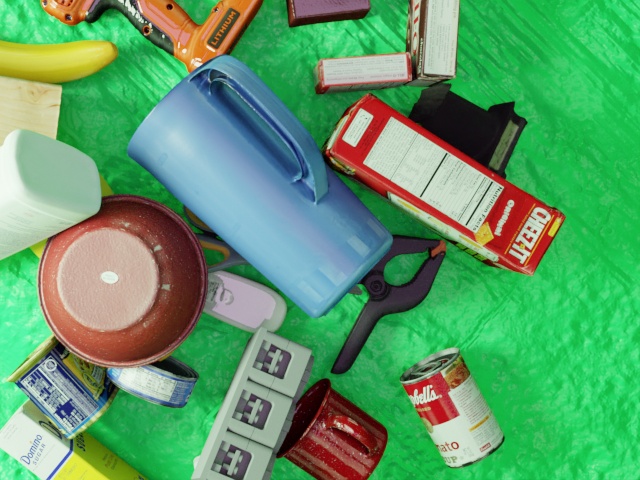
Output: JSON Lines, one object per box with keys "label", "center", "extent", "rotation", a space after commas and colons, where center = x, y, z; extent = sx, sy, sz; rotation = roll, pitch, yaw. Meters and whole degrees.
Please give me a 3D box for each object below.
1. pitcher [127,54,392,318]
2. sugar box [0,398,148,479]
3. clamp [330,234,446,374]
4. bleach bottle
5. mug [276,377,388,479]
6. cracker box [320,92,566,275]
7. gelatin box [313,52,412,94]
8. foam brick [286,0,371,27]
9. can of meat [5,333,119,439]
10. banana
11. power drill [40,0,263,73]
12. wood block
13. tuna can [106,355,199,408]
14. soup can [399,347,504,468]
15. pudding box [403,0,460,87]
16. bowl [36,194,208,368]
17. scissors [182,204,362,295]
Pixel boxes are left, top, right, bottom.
{"label": "pitcher", "center": [-0.048, -0.050, 0.982], "extent": [0.243, 0.149, 0.145], "rotation": [44, 100, 3]}
{"label": "sugar box", "center": [-0.225, 0.222, 1.028], "extent": [0.176, 0.093, 0.048], "rotation": [41, 88, -6]}
{"label": "clamp", "center": [0.054, 0.056, 1.073], "extent": [0.171, 0.039, 0.120], "rotation": [-22, 99, 3]}
{"label": "bleach bottle", "center": [-0.318, -0.014, 0.969], "extent": [0.251, 0.102, 0.068], "rotation": [-24, 63, 30]}
{"label": "mug", "center": [0.017, 0.193, 1.040], "extent": [0.081, 0.117, 0.093], "rotation": [37, 62, -10]}
{"label": "cracker box", "center": [0.107, -0.053, 1.009], "extent": [0.213, 0.164, 0.072], "rotation": [31, 90, -5]}
{"label": "gelatin box", "center": [0.040, -0.164, 1.044], "extent": [0.089, 0.073, 0.030], "rotation": [-6, 93, -5]}
{"label": "foam brick", "center": [0.005, -0.243, 1.049], "extent": [0.078, 0.051, 0.053], "rotation": [-8, 93, -4]}
{"label": "can of meat", "center": [-0.241, 0.134, 1.019], "extent": [0.057, 0.102, 0.084], "rotation": [-41, 98, 6]}
{"label": "banana", "center": [-0.295, -0.182, 1.023], "extent": [0.197, 0.070, 0.037], "rotation": [13, 51, -8]}
{"label": "power drill", "center": [-0.151, -0.257, 1.034], "extent": [0.187, 0.057, 0.184], "rotation": [32, 93, -3]}
{"label": "wood block", "center": [-0.351, -0.113, 0.981], "extent": [0.205, 0.090, 0.091], "rotation": [7, 92, -21]}
{"label": "tuna can", "center": [-0.163, 0.130, 1.033], "extent": [0.086, 0.086, 0.034], "rotation": [24, 92, -5]}
{"label": "soup can", "center": [0.132, 0.167, 1.068], "extent": [0.068, 0.068, 0.102], "rotation": [-29, 95, -3]}
{"label": "pudding box", "center": [0.108, -0.209, 1.040], "extent": [0.039, 0.090, 0.113], "rotation": [1, 93, -6]}
{"label": "bowl", "center": [-0.184, 0.036, 0.960], "extent": [0.162, 0.055, 0.162], "rotation": [0, 87, 4]}
{"label": "scissors", "center": [-0.057, 0.001, 1.055], "extent": [0.201, 0.016, 0.096], "rotation": [5, 65, -8]}
